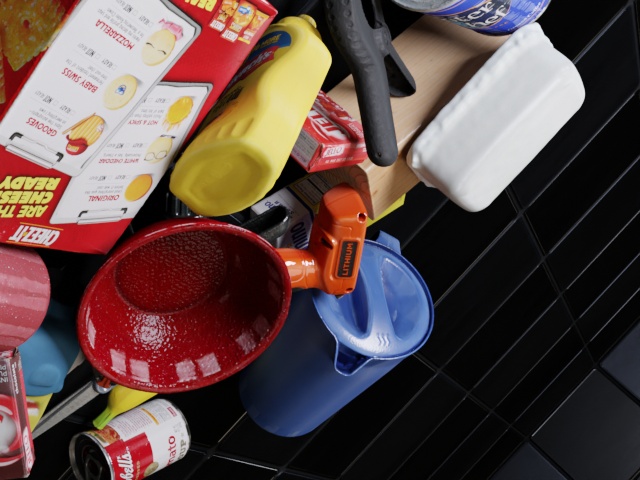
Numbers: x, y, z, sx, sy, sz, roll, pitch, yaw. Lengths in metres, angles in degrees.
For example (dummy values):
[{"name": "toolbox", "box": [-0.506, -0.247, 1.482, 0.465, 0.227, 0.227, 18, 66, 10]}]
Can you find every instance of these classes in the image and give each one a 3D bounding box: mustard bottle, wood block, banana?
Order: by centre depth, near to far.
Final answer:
[{"name": "mustard bottle", "box": [-0.039, -0.105, 0.780, 0.096, 0.058, 0.191, -30, -153, 42]}, {"name": "wood block", "box": [0.091, -0.128, 0.978, 0.206, 0.091, 0.090, -41, 154, -13]}, {"name": "banana", "box": [-0.139, 0.126, 1.064, 0.197, 0.037, 0.070, -20, 162, -42]}]

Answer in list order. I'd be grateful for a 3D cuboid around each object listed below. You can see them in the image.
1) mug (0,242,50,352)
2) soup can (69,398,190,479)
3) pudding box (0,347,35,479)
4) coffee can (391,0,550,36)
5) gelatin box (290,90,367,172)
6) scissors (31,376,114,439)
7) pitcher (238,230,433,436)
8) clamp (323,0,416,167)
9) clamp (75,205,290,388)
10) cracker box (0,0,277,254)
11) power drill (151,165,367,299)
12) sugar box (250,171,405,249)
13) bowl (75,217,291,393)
[{"name": "mug", "box": [-0.245, 0.036, 0.713, 0.117, 0.093, 0.081, -21, 164, 15]}, {"name": "soup can", "box": [-0.188, 0.205, 1.060, 0.102, 0.069, 0.069, -20, 144, -45]}, {"name": "pudding box", "box": [-0.264, 0.125, 0.752, 0.039, 0.113, 0.090, -99, -176, -78]}, {"name": "coffee can", "box": [0.119, -0.226, 0.863, 0.140, 0.103, 0.103, -2, 130, -57]}, {"name": "gelatin box", "box": [-0.009, -0.095, 0.871, 0.073, 0.089, 0.030, -12, 139, -50]}, {"name": "scissors", "box": [-0.182, 0.134, 0.987, 0.202, 0.016, 0.096, -48, 125, 1]}, {"name": "pitcher", "box": [0.008, 0.105, 1.117, 0.149, 0.145, 0.243, -13, 157, -34]}, {"name": "clamp", "box": [0.040, -0.157, 0.851, 0.120, 0.039, 0.171, -71, 148, -59]}, {"name": "clamp", "box": [-0.143, 0.028, 0.843, 0.164, 0.036, 0.210, 24, 115, -29]}, {"name": "cracker box", "box": [-0.148, -0.098, 0.673, 0.214, 0.072, 0.164, -52, 154, 14]}, {"name": "power drill", "box": [-0.056, 0.001, 0.923, 0.187, 0.057, 0.184, -9, 135, -19]}, {"name": "sugar box", "box": [0.011, -0.034, 1.046, 0.176, 0.048, 0.093, -35, 153, -26]}, {"name": "bowl", "box": [-0.106, 0.038, 0.800, 0.162, 0.055, 0.162, -12, 130, -15]}]
